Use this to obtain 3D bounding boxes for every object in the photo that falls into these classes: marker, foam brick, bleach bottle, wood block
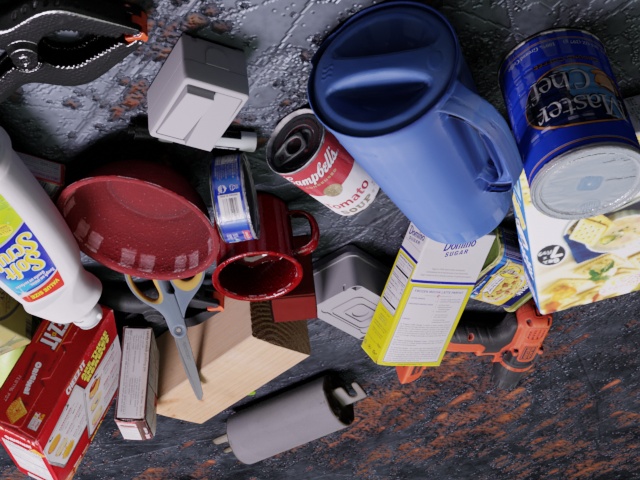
[{"bbox_3d":[-0.120,-0.098,1.000,0.121,0.020,0.020,5,144,-18],"label":"marker"},{"bbox_3d":[-0.033,0.042,1.173,0.053,0.078,0.051,-6,146,0],"label":"foam brick"},{"bbox_3d":[-0.274,0.005,1.011,0.103,0.068,0.250,-20,138,11],"label":"bleach bottle"},{"bbox_3d":[-0.116,0.132,1.276,0.090,0.091,0.206,22,135,-37],"label":"wood block"}]

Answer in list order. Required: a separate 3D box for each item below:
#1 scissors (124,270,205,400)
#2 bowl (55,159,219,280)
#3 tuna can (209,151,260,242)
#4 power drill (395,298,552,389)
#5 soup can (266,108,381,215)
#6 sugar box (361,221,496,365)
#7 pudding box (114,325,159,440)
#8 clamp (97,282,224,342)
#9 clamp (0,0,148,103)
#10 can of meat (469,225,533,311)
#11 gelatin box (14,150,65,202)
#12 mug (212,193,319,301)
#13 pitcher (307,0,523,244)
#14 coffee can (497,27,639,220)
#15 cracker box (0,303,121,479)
[{"bbox_3d":[-0.144,0.083,1.186,0.096,0.016,0.201,-28,114,4],"label":"scissors"},{"bbox_3d":[-0.172,-0.029,1.039,0.162,0.055,0.162,8,143,5],"label":"bowl"},{"bbox_3d":[-0.083,-0.041,1.033,0.034,0.086,0.086,-9,146,4],"label":"tuna can"},{"bbox_3d":[0.194,0.143,1.388,0.187,0.057,0.184,-4,142,-11],"label":"power drill"},{"bbox_3d":[0.006,-0.073,1.021,0.069,0.068,0.102,-28,142,26],"label":"soup can"},{"bbox_3d":[0.118,0.057,1.187,0.093,0.048,0.176,5,115,-33],"label":"sugar box"},{"bbox_3d":[-0.210,0.165,1.230,0.039,0.113,0.090,0,156,-2],"label":"pudding box"},{"bbox_3d":[-0.197,0.073,1.219,0.172,0.039,0.120,-15,151,15],"label":"clamp"},{"bbox_3d":[-0.245,-0.152,0.879,0.210,0.036,0.164,-6,145,-4],"label":"clamp"},{"bbox_3d":[0.208,0.031,1.225,0.083,0.057,0.102,15,139,-27],"label":"can of meat"},{"bbox_3d":[-0.298,-0.054,1.020,0.089,0.030,0.073,15,138,-29],"label":"gelatin box"},{"bbox_3d":[-0.057,0.001,1.103,0.117,0.081,0.093,-18,145,15],"label":"mug"},{"bbox_3d":[0.102,-0.088,0.957,0.145,0.149,0.242,-21,147,15],"label":"pitcher"},{"bbox_3d":[0.223,-0.104,0.954,0.102,0.140,0.103,-6,146,-4],"label":"coffee can"},{"bbox_3d":[-0.292,0.173,1.205,0.072,0.164,0.214,22,153,6],"label":"cracker box"}]
